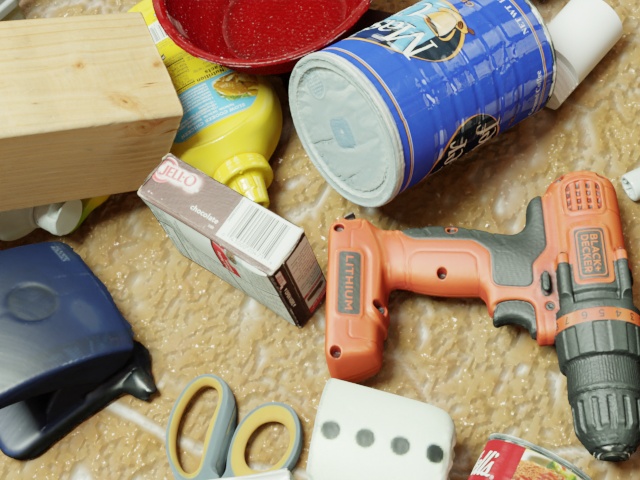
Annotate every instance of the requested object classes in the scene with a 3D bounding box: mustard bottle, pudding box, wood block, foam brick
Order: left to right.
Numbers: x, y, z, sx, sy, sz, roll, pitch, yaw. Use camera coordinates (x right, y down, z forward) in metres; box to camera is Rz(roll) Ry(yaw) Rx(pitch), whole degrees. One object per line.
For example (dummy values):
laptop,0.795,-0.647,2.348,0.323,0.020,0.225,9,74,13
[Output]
wood block,-0.205,-0.077,0.677,0.205,0.091,0.090,-12,63,-27
mustard bottle,-0.080,-0.096,0.761,0.096,0.058,0.192,-27,60,-1
pudding box,-0.055,0.001,0.687,0.114,0.090,0.039,32,75,24
foam brick,0.012,-0.134,0.763,0.078,0.053,0.051,14,67,19

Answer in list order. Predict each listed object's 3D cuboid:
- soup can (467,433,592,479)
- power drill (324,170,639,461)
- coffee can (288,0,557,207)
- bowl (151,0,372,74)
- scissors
soup can,0.100,0.166,0.580,0.069,0.068,0.102,24,71,22
power drill,0.098,0.047,0.650,0.188,0.057,0.184,-3,59,8
coffee can,0.065,-0.097,0.682,0.140,0.103,0.103,-31,59,-26
bowl,-0.031,-0.169,0.728,0.162,0.055,0.162,-5,61,10
scissors,-0.060,0.176,0.640,0.096,0.016,0.201,-4,63,11
